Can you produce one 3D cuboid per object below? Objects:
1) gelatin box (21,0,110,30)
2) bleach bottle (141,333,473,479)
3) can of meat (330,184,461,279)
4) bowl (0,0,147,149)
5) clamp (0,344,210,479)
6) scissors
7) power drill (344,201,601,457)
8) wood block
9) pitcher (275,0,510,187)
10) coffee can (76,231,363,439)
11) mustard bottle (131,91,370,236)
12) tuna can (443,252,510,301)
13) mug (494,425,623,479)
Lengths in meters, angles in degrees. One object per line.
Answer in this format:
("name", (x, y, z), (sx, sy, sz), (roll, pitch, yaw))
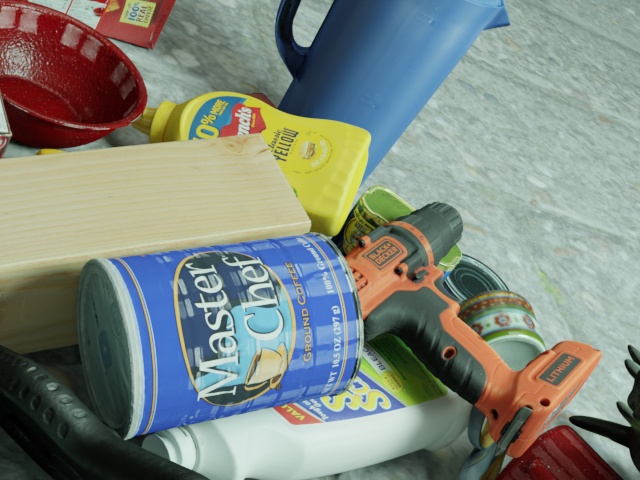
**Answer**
("gelatin box", (-0.226, -0.202, 0.918), (0.073, 0.089, 0.030), (4, 43, -40))
("bleach bottle", (-0.007, 0.120, 0.718), (0.250, 0.068, 0.103), (-10, 50, -46))
("can of meat", (0.056, 0.016, 0.895), (0.102, 0.084, 0.057), (39, 32, 6))
("bowl", (-0.222, -0.123, 0.848), (0.162, 0.055, 0.162), (24, 33, -17))
("clamp", (-0.119, 0.127, 0.577), (0.210, 0.164, 0.036), (29, 57, 30))
("scissors", (0.148, 0.126, 0.824), (0.016, 0.096, 0.201), (12, 34, 26))
("power drill", (0.103, 0.055, 0.767), (0.188, 0.057, 0.184), (36, 42, 19))
("wood block", (-0.125, 0.001, 0.688), (0.205, 0.090, 0.091), (-9, 50, -28))
("pitcher", (0.040, -0.165, 0.969), (0.144, 0.243, 0.149), (-12, 55, -50))
("coffee can", (-0.060, 0.053, 0.626), (0.140, 0.103, 0.103), (-7, 49, -27))
("mustard bottle", (-0.062, -0.073, 0.864), (0.192, 0.058, 0.096), (18, 59, 8))
("tuna can", (0.133, 0.051, 0.967), (0.086, 0.034, 0.086), (24, 33, -17))
("mug", (0.173, 0.185, 0.762), (0.082, 0.093, 0.117), (47, 4, 28))
